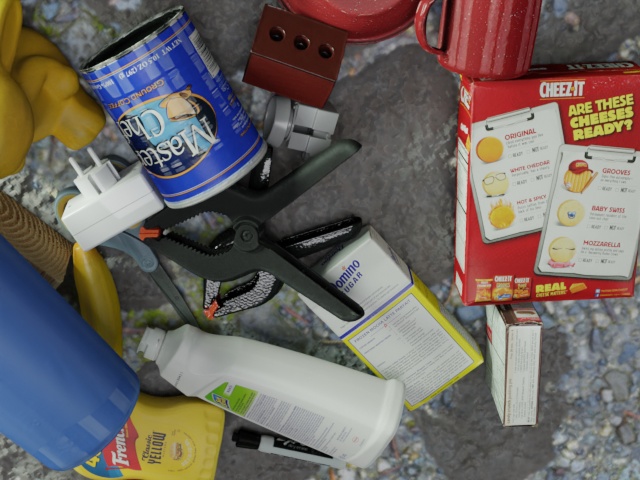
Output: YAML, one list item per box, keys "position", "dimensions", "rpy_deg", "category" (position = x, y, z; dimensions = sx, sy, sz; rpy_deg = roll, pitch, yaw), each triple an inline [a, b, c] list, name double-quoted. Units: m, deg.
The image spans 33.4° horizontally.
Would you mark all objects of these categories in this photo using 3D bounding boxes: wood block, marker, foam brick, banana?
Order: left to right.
- position: [-0.330, 0.066, 0.976]
  dimensions: [0.090, 0.090, 0.206]
  rpy_deg: [40, 104, -19]
  category: "wood block"
- position: [-0.211, 0.099, 0.998]
  dimensions: [0.037, 0.069, 0.198]
  rpy_deg: [4, 90, 17]
  category: "banana"
- position: [-0.032, 0.214, 1.097]
  dimensions: [0.121, 0.020, 0.020]
  rpy_deg: [14, 111, -10]
  category: "marker"
- position: [-0.022, -0.157, 0.914]
  dimensions: [0.078, 0.051, 0.053]
  rpy_deg: [17, 65, -8]
  category: "foam brick"

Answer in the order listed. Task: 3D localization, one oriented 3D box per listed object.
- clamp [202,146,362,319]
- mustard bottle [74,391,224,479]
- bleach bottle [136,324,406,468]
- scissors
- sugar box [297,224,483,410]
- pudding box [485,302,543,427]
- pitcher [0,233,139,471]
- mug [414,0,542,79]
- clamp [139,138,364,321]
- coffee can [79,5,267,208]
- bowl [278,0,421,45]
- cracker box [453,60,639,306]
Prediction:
- position: [-0.059, -0.002, 0.997]
  dimensions: [0.171, 0.039, 0.120]
  rpy_deg: [-41, 98, 9]
  category: "clamp"
- position: [-0.195, 0.191, 1.054]
  dimensions: [0.191, 0.058, 0.096]
  rpy_deg: [10, 101, -7]
  category: "mustard bottle"
- position: [-0.052, 0.135, 1.020]
  dimensions: [0.250, 0.068, 0.103]
  rpy_deg: [22, 139, -5]
  category: "bleach bottle"
- position: [-0.183, 0.017, 1.007]
  dimensions: [0.096, 0.016, 0.202]
  rpy_deg: [-14, 113, 3]
  category: "scissors"
- position: [0.067, 0.076, 1.034]
  dimensions: [0.093, 0.048, 0.176]
  rpy_deg: [-38, 107, 13]
  category: "sugar box"
- position: [0.186, 0.110, 1.032]
  dimensions: [0.039, 0.090, 0.113]
  rpy_deg: [-5, 112, -2]
  category: "pudding box"
- position: [-0.273, 0.083, 0.874]
  dimensions: [0.242, 0.149, 0.145]
  rpy_deg: [48, 60, -24]
  category: "pitcher"
- position: [0.133, -0.185, 0.903]
  dimensions: [0.117, 0.093, 0.081]
  rpy_deg: [-9, 120, -25]
  category: "mug"
- position: [-0.056, 0.001, 0.958]
  dimensions: [0.210, 0.036, 0.164]
  rpy_deg: [-6, 101, 10]
  category: "clamp"
- position: [-0.124, -0.113, 0.910]
  dimensions: [0.103, 0.103, 0.140]
  rpy_deg: [-28, 112, 7]
  category: "coffee can"
- position: [0.034, -0.239, 0.896]
  dimensions: [0.162, 0.055, 0.162]
  rpy_deg: [-1, 112, -4]
  category: "bowl"
- position: [0.208, -0.052, 0.978]
  dimensions: [0.164, 0.072, 0.214]
  rpy_deg: [-3, 112, -4]
  category: "cracker box"
